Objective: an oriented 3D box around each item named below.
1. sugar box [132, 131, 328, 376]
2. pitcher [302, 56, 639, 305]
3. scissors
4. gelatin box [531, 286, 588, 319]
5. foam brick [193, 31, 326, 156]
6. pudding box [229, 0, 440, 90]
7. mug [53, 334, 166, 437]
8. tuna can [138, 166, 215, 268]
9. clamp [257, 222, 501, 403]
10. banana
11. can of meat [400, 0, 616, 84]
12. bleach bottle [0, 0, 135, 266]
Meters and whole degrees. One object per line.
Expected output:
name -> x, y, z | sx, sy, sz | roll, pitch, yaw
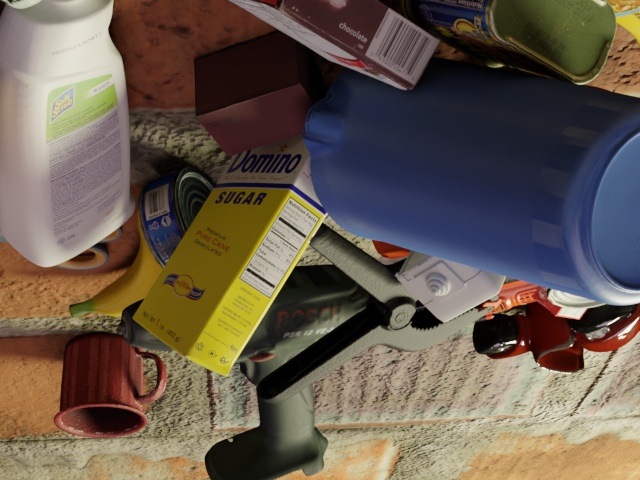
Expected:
sugar box -> -0.055, 0.001, 0.754 | 0.048, 0.176, 0.093 | 32, 174, -36
pitcher -> 0.116, -0.040, 0.649 | 0.149, 0.243, 0.145 | -35, 118, -20
scissors -> -0.265, 0.002, 0.901 | 0.201, 0.016, 0.096 | -4, 150, -1
gelatin box -> 0.230, 0.032, 0.947 | 0.073, 0.030, 0.089 | -56, 153, 11
foam brick -> -0.040, -0.100, 0.720 | 0.078, 0.051, 0.053 | -14, 148, 16
pudding box -> 0.001, -0.135, 0.631 | 0.113, 0.090, 0.039 | 26, 95, -39
mug -> -0.212, 0.145, 1.088 | 0.117, 0.081, 0.093 | -14, 149, 16
tuna can -> -0.102, -0.013, 0.828 | 0.034, 0.086, 0.086 | -20, 147, 22
clamp -> 0.049, 0.060, 0.852 | 0.209, 0.036, 0.165 | 3, 122, -32
banana -> -0.154, 0.022, 0.917 | 0.069, 0.037, 0.198 | -11, 155, -37
can of meat -> 0.113, -0.135, 0.632 | 0.101, 0.057, 0.084 | 20, -174, -35
bleach bottle -> -0.164, -0.090, 0.696 | 0.102, 0.068, 0.251 | -40, 161, -34
